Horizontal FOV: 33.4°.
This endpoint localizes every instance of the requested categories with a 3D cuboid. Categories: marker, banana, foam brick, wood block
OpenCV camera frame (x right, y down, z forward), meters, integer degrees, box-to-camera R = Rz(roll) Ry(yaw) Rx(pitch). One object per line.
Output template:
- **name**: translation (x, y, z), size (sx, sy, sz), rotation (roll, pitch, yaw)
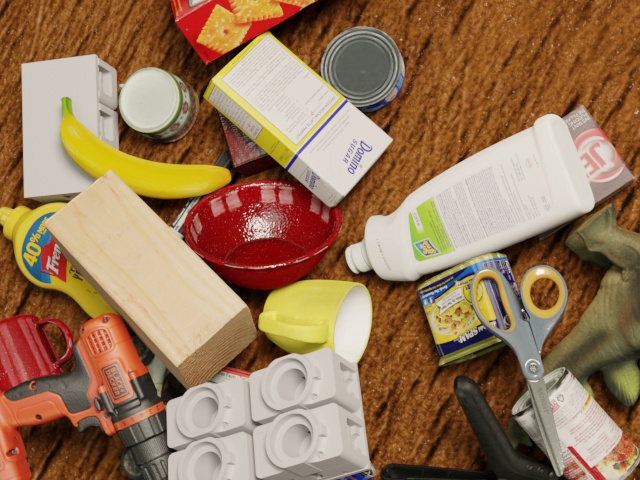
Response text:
- **marker**: translation (-0.129, -0.047, 1.157), size (0.020, 0.020, 0.121), rotation (35, 92, 15)
- **banana**: translation (-0.194, -0.083, 1.118), size (0.197, 0.037, 0.069), rotation (25, 82, -6)
- **foam brick**: translation (-0.073, -0.116, 1.134), size (0.051, 0.053, 0.078), rotation (-19, 79, 10)
- **wood block**: translation (-0.166, 0.040, 1.057), size (0.090, 0.091, 0.206), rotation (-41, 69, -14)

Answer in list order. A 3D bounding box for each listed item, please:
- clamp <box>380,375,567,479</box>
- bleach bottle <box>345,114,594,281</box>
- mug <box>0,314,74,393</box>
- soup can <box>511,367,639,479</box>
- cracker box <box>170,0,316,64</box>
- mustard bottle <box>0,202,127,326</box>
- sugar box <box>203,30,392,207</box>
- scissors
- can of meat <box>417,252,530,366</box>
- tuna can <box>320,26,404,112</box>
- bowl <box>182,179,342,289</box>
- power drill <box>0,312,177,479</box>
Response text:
- **clamp**: translation (0.169, 0.235, 1.023), size (0.210, 0.036, 0.165), rotation (37, 129, -3)
- **bleach bottle**: translation (0.132, -0.029, 1.046), size (0.251, 0.068, 0.102), rotation (-22, 84, 29)
- **mug**: translation (-0.316, 0.127, 1.144), size (0.117, 0.093, 0.081), rotation (-33, 72, 13)
- **soup can**: translation (0.231, 0.175, 0.970), size (0.068, 0.068, 0.102), rotation (-42, 87, 5)
- **cracker box**: translation (-0.055, -0.296, 1.108), size (0.214, 0.072, 0.164), rotation (-27, 43, 9)
- **mustard bottle**: translation (-0.274, 0.013, 1.164), size (0.192, 0.058, 0.096), rotation (28, 95, 15)
- **sugar box**: translation (-0.022, -0.124, 1.087), size (0.176, 0.048, 0.093), rotation (43, 62, -3)
- **scissors**: translation (0.203, 0.101, 0.948), size (0.096, 0.016, 0.202), rotation (-25, 61, -5)
- **can of meat**: translation (0.150, 0.068, 1.043), size (0.102, 0.057, 0.084), rotation (-30, 73, 41)
- **tuna can**: translation (0.045, -0.179, 1.123), size (0.086, 0.033, 0.086), rotation (-2, 83, 13)
- **bowl**: translation (-0.057, 0.001, 1.089), size (0.162, 0.162, 0.055), rotation (7, 126, 14)
- **power drill**: translation (-0.244, 0.187, 1.054), size (0.187, 0.057, 0.184), rotation (-24, 85, 5)
